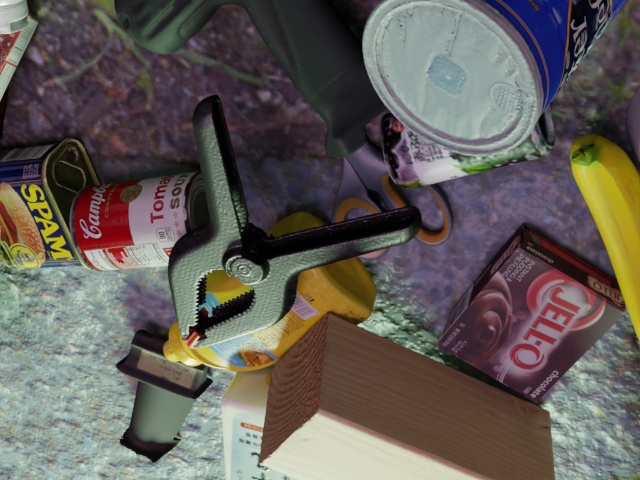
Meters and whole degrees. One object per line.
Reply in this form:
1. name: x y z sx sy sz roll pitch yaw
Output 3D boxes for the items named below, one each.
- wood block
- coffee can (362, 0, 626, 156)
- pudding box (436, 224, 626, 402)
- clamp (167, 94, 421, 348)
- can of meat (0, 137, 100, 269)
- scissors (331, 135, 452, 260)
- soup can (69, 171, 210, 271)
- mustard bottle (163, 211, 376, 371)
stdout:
1. wood block: 0.067 0.149 0.809 0.206 0.090 0.090 25 133 -19
2. coffee can: 0.102 -0.128 0.582 0.103 0.140 0.103 27 146 20
3. pudding box: 0.152 0.055 0.777 0.090 0.039 0.114 31 129 -4
4. clamp: -0.055 0.001 0.737 0.164 0.036 0.210 35 129 -15
5. can of meat: -0.220 -0.026 0.842 0.084 0.057 0.102 -3 122 25
6. scissors: 0.010 -0.060 0.758 0.201 0.016 0.096 43 122 -14
7. soup can: -0.128 -0.014 0.810 0.102 0.068 0.068 -6 122 22
8. mustard bottle: -0.055 0.055 0.839 0.192 0.058 0.096 -29 116 33
